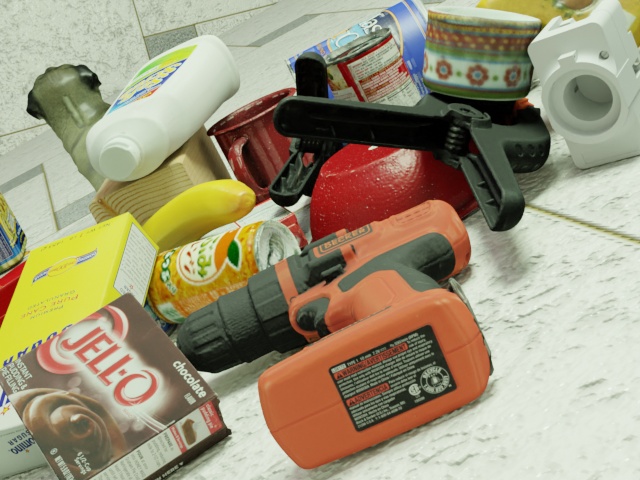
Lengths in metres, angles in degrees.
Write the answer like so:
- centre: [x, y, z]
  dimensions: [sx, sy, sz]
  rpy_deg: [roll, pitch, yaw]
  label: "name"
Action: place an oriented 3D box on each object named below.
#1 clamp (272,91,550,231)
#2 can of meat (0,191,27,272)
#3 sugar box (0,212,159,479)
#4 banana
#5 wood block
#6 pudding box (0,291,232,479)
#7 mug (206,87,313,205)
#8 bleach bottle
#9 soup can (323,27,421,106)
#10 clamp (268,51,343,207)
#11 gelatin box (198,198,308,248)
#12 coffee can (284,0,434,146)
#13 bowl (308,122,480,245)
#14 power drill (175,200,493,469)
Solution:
- centre: [0.079, -0.068, 0.679]
  dimensions: [0.165, 0.036, 0.209]
  rpy_deg: [24, 26, 20]
  label: "clamp"
- centre: [-0.298, -0.018, 0.924]
  dimensions: [0.057, 0.084, 0.102]
  rpy_deg: [-27, 17, -4]
  label: "can of meat"
- centre: [-0.169, 0.065, 0.705]
  dimensions: [0.093, 0.048, 0.176]
  rpy_deg: [-20, 35, 21]
  label: "sugar box"
- centre: [-0.109, -0.002, 0.830]
  dimensions: [0.198, 0.037, 0.069]
  rpy_deg: [-39, 42, 37]
  label: "banana"
- centre: [-0.137, -0.039, 0.978]
  dimensions: [0.090, 0.091, 0.206]
  rpy_deg: [-24, 17, 6]
  label: "wood block"
- centre: [-0.115, 0.088, 0.585]
  dimensions: [0.090, 0.039, 0.114]
  rpy_deg: [-33, 45, -17]
  label: "pudding box"
- centre: [-0.050, -0.080, 0.983]
  dimensions: [0.093, 0.081, 0.117]
  rpy_deg: [-19, 18, 25]
  label: "mug"
- centre: [-0.138, -0.110, 0.927]
  dimensions: [0.103, 0.068, 0.250]
  rpy_deg: [-22, 19, 13]
  label: "bleach bottle"
- centre: [0.050, -0.121, 0.916]
  dimensions: [0.068, 0.102, 0.068]
  rpy_deg: [-25, 17, 8]
  label: "soup can"
- centre: [-0.005, -0.088, 0.879]
  dimensions: [0.039, 0.120, 0.171]
  rpy_deg: [17, 6, 8]
  label: "clamp"
- centre: [-0.055, 0.001, 0.840]
  dimensions: [0.073, 0.030, 0.089]
  rpy_deg: [-28, 17, -9]
  label: "gelatin box"
- centre: [0.050, -0.160, 1.034]
  dimensions: [0.140, 0.103, 0.103]
  rpy_deg: [-26, 17, 3]
  label: "coffee can"
- centre: [0.052, -0.045, 0.770]
  dimensions: [0.162, 0.055, 0.162]
  rpy_deg: [-25, 16, 7]
  label: "bowl"
- centre: [0.004, 0.046, 0.563]
  dimensions: [0.184, 0.057, 0.187]
  rpy_deg: [-26, 17, 3]
  label: "power drill"
